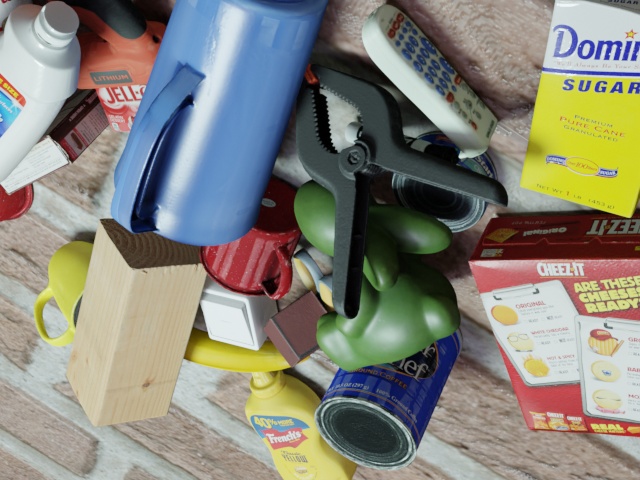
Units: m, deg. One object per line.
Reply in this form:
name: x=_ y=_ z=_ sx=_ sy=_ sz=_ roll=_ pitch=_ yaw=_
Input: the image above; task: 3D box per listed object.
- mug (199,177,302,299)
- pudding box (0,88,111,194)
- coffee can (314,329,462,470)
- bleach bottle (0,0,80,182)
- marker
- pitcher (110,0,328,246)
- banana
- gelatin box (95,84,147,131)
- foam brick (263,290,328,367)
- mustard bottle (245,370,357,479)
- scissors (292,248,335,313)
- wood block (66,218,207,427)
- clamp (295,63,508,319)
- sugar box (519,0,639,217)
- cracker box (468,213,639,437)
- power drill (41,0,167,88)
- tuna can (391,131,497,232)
mug: x=-0.057 y=0.001 z=1.008 sx=0.117 sy=0.093 sz=0.082 roll=63 pitch=146 yaw=33
pudding box: x=-0.261 y=-0.097 z=1.043 sx=0.114 sy=0.090 sz=0.039 roll=-20 pitch=118 yaw=42
coffee can: x=0.068 y=0.136 z=1.038 sx=0.103 sy=0.140 sz=0.103 roll=17 pitch=137 yaw=16
bleach bottle: x=-0.268 y=-0.131 z=0.904 sx=0.102 sy=0.068 sz=0.251 roll=56 pitch=140 yaw=-1
marker: x=0.067 y=-0.079 z=0.885 sx=0.121 sy=0.020 sz=0.020 roll=22 pitch=144 yaw=45
pitcher: x=-0.085 y=-0.116 z=0.865 sx=0.144 sy=0.149 sz=0.243 roll=6 pitch=134 yaw=-20
banana: x=-0.112 y=0.113 z=1.179 sx=0.198 sy=0.069 sz=0.037 roll=15 pitch=132 yaw=18
gelatin box: x=-0.165 y=-0.136 z=0.992 sx=0.089 sy=0.030 sz=0.073 roll=6 pitch=134 yaw=26
foam brick: x=-0.020 y=0.091 z=1.084 sx=0.053 sy=0.051 sz=0.078 roll=54 pitch=166 yaw=5
mustard bottle: x=-0.034 y=0.211 z=1.237 sx=0.096 sy=0.058 sz=0.191 roll=-3 pitch=129 yaw=33
scissors: x=0.007 y=0.074 z=1.102 sx=0.096 sy=0.016 sz=0.202 roll=51 pitch=165 yaw=22
wood block: x=-0.193 y=0.084 z=1.114 sx=0.090 sy=0.090 sz=0.206 roll=49 pitch=131 yaw=41
clamp: x=0.031 y=-0.053 z=0.857 sx=0.165 sy=0.036 sz=0.210 roll=-44 pitch=63 yaw=16
sugar box: x=0.208 y=-0.104 z=0.788 sx=0.093 sy=0.048 sz=0.176 roll=17 pitch=138 yaw=16
cracker box: x=0.241 y=0.077 z=0.929 sx=0.164 sy=0.072 sz=0.213 roll=-1 pitch=129 yaw=31
power drill: x=-0.222 y=-0.199 z=0.888 sx=0.185 sy=0.057 sz=0.187 roll=1 pitch=155 yaw=26
tuna can: x=0.105 y=-0.049 z=0.913 sx=0.086 sy=0.033 sz=0.086 roll=17 pitch=137 yaw=16
